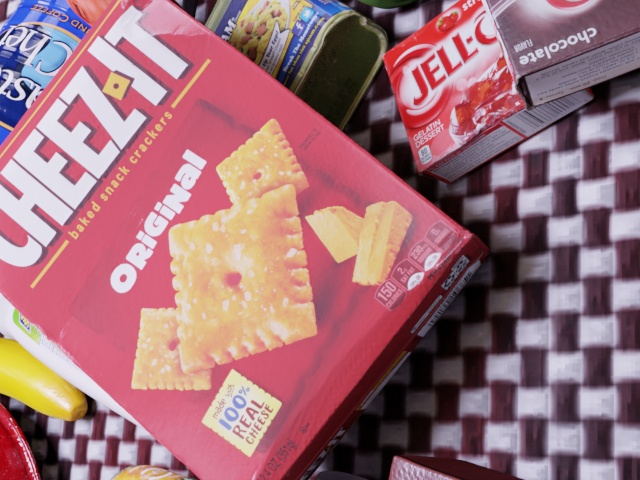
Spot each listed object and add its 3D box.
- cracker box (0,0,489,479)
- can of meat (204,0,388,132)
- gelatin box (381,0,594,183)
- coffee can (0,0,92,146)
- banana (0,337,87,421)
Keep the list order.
[{"bbox_3d":[-0.053,0.001,0.513,0.214,0.072,0.164,39,93,15],"label":"cracker box"},{"bbox_3d":[-0.022,-0.096,0.593,0.084,0.057,0.102,40,107,38],"label":"can of meat"},{"bbox_3d":[0.078,-0.080,0.518,0.089,0.030,0.073,-31,60,32],"label":"gelatin box"},{"bbox_3d":[-0.164,-0.083,0.654,0.103,0.102,0.140,13,65,43],"label":"coffee can"},{"bbox_3d":[-0.228,0.101,0.742,0.198,0.037,0.069,-17,88,39],"label":"banana"}]
